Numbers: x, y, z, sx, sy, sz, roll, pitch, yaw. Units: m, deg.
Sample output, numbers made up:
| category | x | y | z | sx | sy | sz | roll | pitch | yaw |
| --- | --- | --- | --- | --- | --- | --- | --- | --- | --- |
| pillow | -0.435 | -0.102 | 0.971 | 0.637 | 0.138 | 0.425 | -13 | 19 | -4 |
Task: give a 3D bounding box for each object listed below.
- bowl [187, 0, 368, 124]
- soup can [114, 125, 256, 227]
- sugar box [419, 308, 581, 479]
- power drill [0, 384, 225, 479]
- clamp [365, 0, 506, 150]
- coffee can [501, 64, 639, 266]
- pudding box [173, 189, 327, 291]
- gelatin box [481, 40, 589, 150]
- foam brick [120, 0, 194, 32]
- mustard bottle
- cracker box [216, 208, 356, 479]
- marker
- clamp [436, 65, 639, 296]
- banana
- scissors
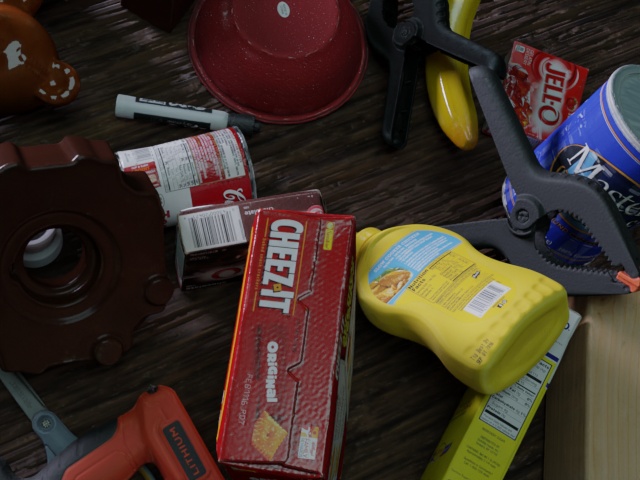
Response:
| category | x | y | z | sx | sy | sz | roll | pitch | yaw |
| --- | --- | --- | --- | --- | --- | --- | --- | --- | --- |
| bowl | -0.033 | -0.183 | 0.917 | 0.162 | 0.055 | 0.162 | 3 | 69 | -8 |
| soup can | -0.109 | -0.048 | 0.846 | 0.102 | 0.068 | 0.068 | -13 | 73 | -14 |
| sugar box | 0.130 | 0.130 | 0.808 | 0.048 | 0.093 | 0.176 | 29 | 67 | 1 |
| power drill | -0.156 | 0.199 | 0.734 | 0.187 | 0.057 | 0.184 | -27 | 78 | -16 |
| clamp | 0.077 | -0.163 | 0.920 | 0.120 | 0.039 | 0.171 | -38 | 53 | 15 |
| coffee can | 0.228 | -0.057 | 0.853 | 0.102 | 0.141 | 0.103 | 17 | 51 | -22 |
| pudding box | -0.055 | 0.001 | 0.825 | 0.113 | 0.090 | 0.039 | -8 | 70 | -12 |
| gelatin box | 0.192 | -0.125 | 0.946 | 0.073 | 0.030 | 0.089 | 21 | 68 | -2 |
| foam brick | -0.133 | -0.224 | 0.902 | 0.053 | 0.078 | 0.051 | 31 | 67 | 0 |
| mustard bottle | 0.083 | 0.036 | 0.801 | 0.096 | 0.058 | 0.192 | -41 | 46 | -21 |
| cracker box | -0.017 | 0.093 | 0.730 | 0.072 | 0.214 | 0.164 | 5 | 70 | 5 |
| marker | -0.110 | -0.104 | 0.893 | 0.121 | 0.020 | 0.020 | 8 | 69 | -7 |
| clamp | 0.161 | -0.030 | 0.818 | 0.210 | 0.036 | 0.165 | 28 | 109 | 30 |
| banana | 0.122 | -0.172 | 0.935 | 0.037 | 0.070 | 0.198 | 20 | 76 | -36 |
| scissors | -0.208 | 0.155 | 0.782 | 0.202 | 0.016 | 0.096 | 35 | 68 | 4 |
